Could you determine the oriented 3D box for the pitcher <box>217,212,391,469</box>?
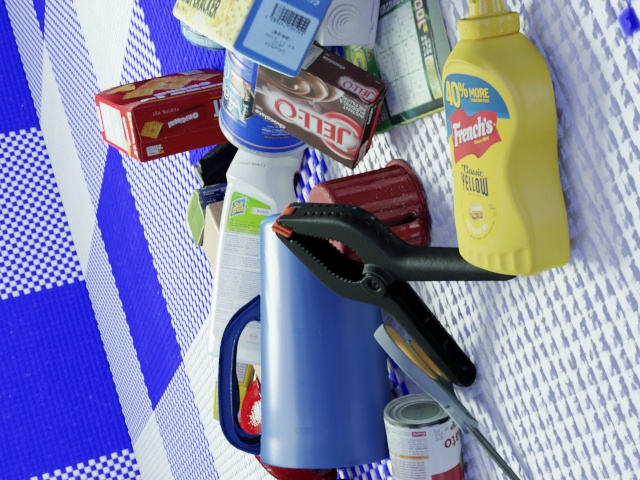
[{"bbox_3d":[-0.009,0.094,1.030,0.145,0.149,0.243,-7,86,55],"label":"pitcher"}]

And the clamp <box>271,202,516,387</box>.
[{"bbox_3d":[0.056,0.034,0.873,0.210,0.036,0.165,23,139,19],"label":"clamp"}]

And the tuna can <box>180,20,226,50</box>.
[{"bbox_3d":[-0.115,-0.251,1.202,0.034,0.086,0.086,95,153,-45],"label":"tuna can"}]

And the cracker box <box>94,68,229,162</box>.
[{"bbox_3d":[-0.173,-0.159,1.304,0.214,0.164,0.072,-152,49,-64],"label":"cracker box"}]

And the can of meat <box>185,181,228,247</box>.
[{"bbox_3d":[-0.122,-0.036,1.364,0.102,0.083,0.057,119,133,-63],"label":"can of meat"}]

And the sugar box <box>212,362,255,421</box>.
[{"bbox_3d":[-0.099,0.137,1.364,0.093,0.048,0.176,100,-178,-50],"label":"sugar box"}]

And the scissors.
[{"bbox_3d":[0.122,0.147,0.915,0.202,0.016,0.096,46,-170,15],"label":"scissors"}]

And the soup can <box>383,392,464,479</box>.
[{"bbox_3d":[0.095,0.197,0.964,0.069,0.068,0.102,-152,51,-64],"label":"soup can"}]

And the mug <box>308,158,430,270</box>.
[{"bbox_3d":[0.045,-0.016,0.935,0.117,0.081,0.093,-148,48,-63],"label":"mug"}]

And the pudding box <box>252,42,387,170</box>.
[{"bbox_3d":[-0.002,-0.124,0.935,0.113,0.039,0.090,33,147,13],"label":"pudding box"}]

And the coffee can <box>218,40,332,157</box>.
[{"bbox_3d":[-0.044,-0.165,1.042,0.140,0.102,0.103,102,148,-50],"label":"coffee can"}]

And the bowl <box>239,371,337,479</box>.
[{"bbox_3d":[-0.048,0.232,1.268,0.162,0.055,0.162,53,-172,-11],"label":"bowl"}]

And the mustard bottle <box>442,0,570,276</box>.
[{"bbox_3d":[0.122,-0.077,0.725,0.096,0.058,0.191,-155,54,-64],"label":"mustard bottle"}]

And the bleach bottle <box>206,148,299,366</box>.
[{"bbox_3d":[-0.057,0.001,1.116,0.068,0.103,0.251,1,-84,-67],"label":"bleach bottle"}]
